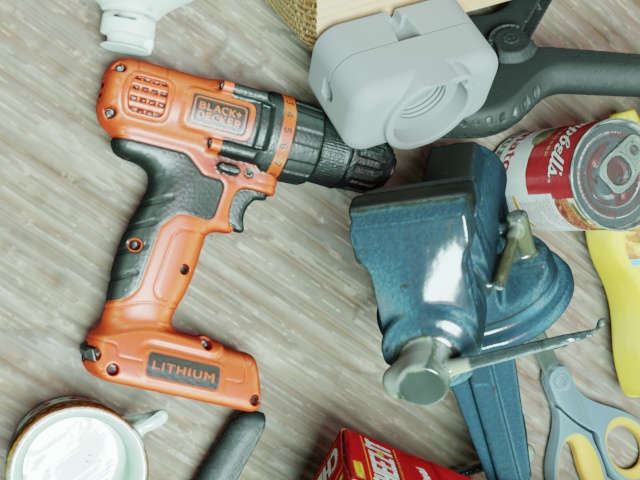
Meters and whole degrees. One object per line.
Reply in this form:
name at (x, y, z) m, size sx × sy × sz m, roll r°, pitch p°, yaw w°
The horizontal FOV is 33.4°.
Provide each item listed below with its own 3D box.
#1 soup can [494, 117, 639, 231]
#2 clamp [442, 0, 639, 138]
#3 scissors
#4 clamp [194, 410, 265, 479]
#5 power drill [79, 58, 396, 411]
soup can at (0.159, -0.040, 0.680) m, size 0.068 × 0.102 × 0.068 m, roll 0°, pitch 91°, yaw -21°
clamp at (0.121, -0.124, 0.680) m, size 0.210 × 0.036 × 0.164 m, roll -18°, pitch 54°, yaw -4°
scissors at (0.179, 0.097, 0.733) m, size 0.096 × 0.016 × 0.202 m, roll -12°, pitch 95°, yaw -23°
clamp at (-0.070, 0.195, 0.628) m, size 0.171 × 0.039 × 0.120 m, roll -38°, pitch 98°, yaw -12°
power drill at (-0.054, 0.001, 0.626) m, size 0.184 × 0.057 × 0.187 m, roll 14°, pitch 82°, yaw -16°
